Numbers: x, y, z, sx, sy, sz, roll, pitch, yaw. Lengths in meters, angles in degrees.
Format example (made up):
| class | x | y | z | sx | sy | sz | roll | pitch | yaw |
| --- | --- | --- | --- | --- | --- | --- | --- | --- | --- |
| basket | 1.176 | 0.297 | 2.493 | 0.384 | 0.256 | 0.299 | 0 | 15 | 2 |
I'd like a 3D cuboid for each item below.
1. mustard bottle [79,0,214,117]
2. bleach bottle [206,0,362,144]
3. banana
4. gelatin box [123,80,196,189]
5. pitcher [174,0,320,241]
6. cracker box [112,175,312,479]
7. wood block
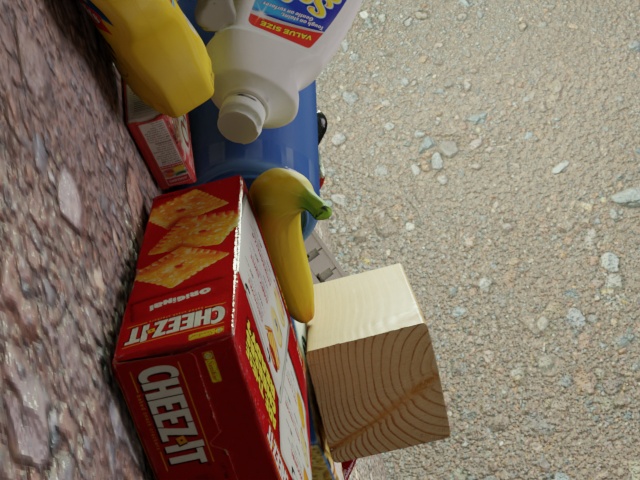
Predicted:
| class | x | y | z | sx | sy | sz | roll | pitch | yaw |
| --- | --- | --- | --- | --- | --- | --- | --- | --- | --- |
| mustard bottle | -0.120 | -0.153 | 0.624 | 0.096 | 0.058 | 0.191 | 57 | -4 | 23 |
| bleach bottle | -0.022 | -0.160 | 0.799 | 0.102 | 0.068 | 0.250 | 31 | 46 | -16 |
| banana | -0.025 | -0.001 | 0.748 | 0.198 | 0.037 | 0.070 | 95 | -28 | -66 |
| gelatin box | -0.113 | -0.093 | 0.753 | 0.073 | 0.030 | 0.089 | 72 | 6 | -52 |
| pitcher | -0.063 | -0.095 | 0.876 | 0.149 | 0.145 | 0.243 | 41 | 30 | -38 |
| cracker box | -0.057 | 0.078 | 0.636 | 0.213 | 0.072 | 0.164 | -95 | 169 | -65 |
| wood block | 0.041 | 0.091 | 0.859 | 0.206 | 0.091 | 0.090 | -94 | 171 | -79 |
